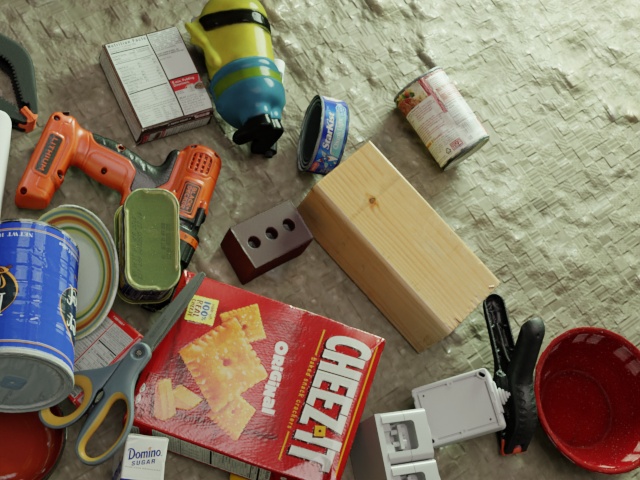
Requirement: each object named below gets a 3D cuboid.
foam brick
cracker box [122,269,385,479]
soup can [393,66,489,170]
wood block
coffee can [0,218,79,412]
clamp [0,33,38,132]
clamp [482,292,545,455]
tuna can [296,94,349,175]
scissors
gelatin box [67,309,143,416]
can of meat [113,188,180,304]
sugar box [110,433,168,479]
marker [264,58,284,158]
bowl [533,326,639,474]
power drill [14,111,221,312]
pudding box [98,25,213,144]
[{"bbox_3d":[-0.057,0.001,1.124,0.078,0.051,0.053,-28,80,-25],"label":"foam brick"},{"bbox_3d":[-0.063,0.141,1.035,0.214,0.072,0.164,18,64,4],"label":"cracker box"},{"bbox_3d":[0.141,-0.141,1.234,0.068,0.069,0.102,-31,82,-25],"label":"soup can"},{"bbox_3d":[0.080,0.008,1.146,0.090,0.090,0.206,-40,86,-25],"label":"wood block"},{"bbox_3d":[-0.267,0.066,0.944,0.102,0.103,0.140,6,52,-16],"label":"coffee can"},{"bbox_3d":[-0.360,-0.205,1.115,0.210,0.036,0.164,43,64,0],"label":"clamp"},{"bbox_3d":[0.205,0.144,1.113,0.039,0.120,0.171,-7,94,-7],"label":"clamp"},{"bbox_3d":[0.003,-0.114,1.170,0.033,0.086,0.086,11,67,-16],"label":"tuna can"},{"bbox_3d":[-0.185,0.105,0.972,0.096,0.016,0.201,17,68,10],"label":"scissors"},{"bbox_3d":[-0.212,0.113,1.012,0.089,0.030,0.073,-47,44,-13],"label":"gelatin box"},{"bbox_3d":[-0.165,0.005,1.017,0.057,0.084,0.102,-1,81,-15],"label":"can of meat"},{"bbox_3d":[-0.173,0.270,0.961,0.048,0.093,0.176,7,67,-16],"label":"sugar box"},{"bbox_3d":[-0.054,-0.148,1.202,0.020,0.020,0.121,10,67,-14],"label":"marker"},{"bbox_3d":[0.293,0.179,1.167,0.162,0.055,0.162,6,68,-16],"label":"bowl"},{"bbox_3d":[-0.210,-0.037,1.089,0.187,0.057,0.184,22,68,-11],"label":"power drill"},{"bbox_3d":[-0.178,-0.170,1.160,0.089,0.039,0.113,-20,75,-23],"label":"pudding box"}]
